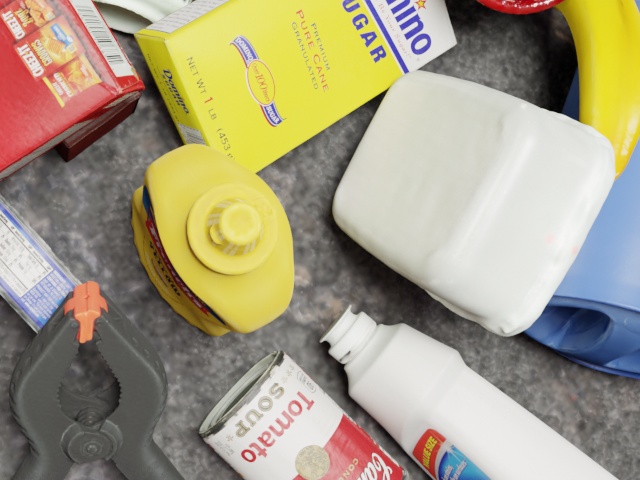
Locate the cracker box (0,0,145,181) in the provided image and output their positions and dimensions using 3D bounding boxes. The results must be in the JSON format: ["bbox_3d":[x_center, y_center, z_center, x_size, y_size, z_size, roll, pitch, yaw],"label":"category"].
[{"bbox_3d":[-0.220,-0.089,0.530,0.214,0.072,0.164,-31,96,9],"label":"cracker box"}]

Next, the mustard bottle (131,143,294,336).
[{"bbox_3d":[-0.054,0.001,0.536,0.058,0.192,0.096,-28,92,-14],"label":"mustard bottle"}]

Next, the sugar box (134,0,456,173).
[{"bbox_3d":[-0.007,-0.114,0.603,0.176,0.048,0.093,-34,121,-20],"label":"sugar box"}]

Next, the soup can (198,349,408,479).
[{"bbox_3d":[-0.010,0.119,0.600,0.102,0.069,0.068,45,77,-5],"label":"soup can"}]

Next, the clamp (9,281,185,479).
[{"bbox_3d":[-0.129,0.103,0.556,0.120,0.039,0.171,-14,120,-14],"label":"clamp"}]

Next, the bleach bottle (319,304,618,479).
[{"bbox_3d":[0.102,0.130,0.619,0.251,0.103,0.068,40,66,0],"label":"bleach bottle"}]

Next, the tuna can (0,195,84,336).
[{"bbox_3d":[-0.155,0.016,0.566,0.033,0.086,0.086,-42,95,-12],"label":"tuna can"}]
